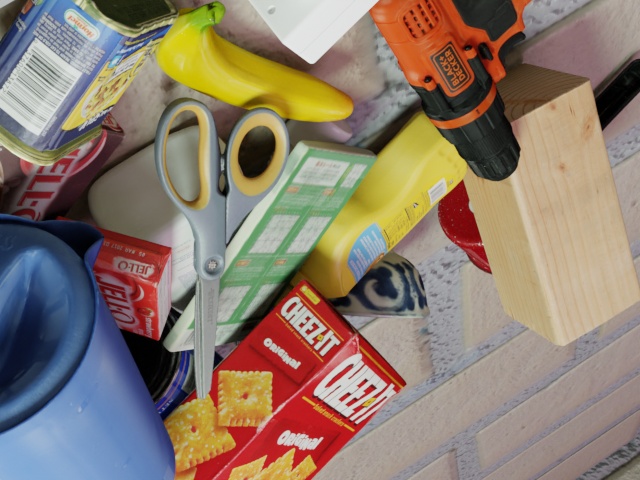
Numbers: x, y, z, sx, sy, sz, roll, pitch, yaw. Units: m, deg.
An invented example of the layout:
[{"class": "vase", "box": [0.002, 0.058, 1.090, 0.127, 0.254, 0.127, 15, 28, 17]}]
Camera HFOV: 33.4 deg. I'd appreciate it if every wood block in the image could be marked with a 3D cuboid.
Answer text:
[{"class": "wood block", "box": [0.185, -0.029, 0.887, 0.090, 0.091, 0.206, -28, 116, -14]}]

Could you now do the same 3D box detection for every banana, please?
[{"class": "banana", "box": [-0.046, -0.102, 0.650, 0.197, 0.070, 0.037, 16, 87, -65]}]

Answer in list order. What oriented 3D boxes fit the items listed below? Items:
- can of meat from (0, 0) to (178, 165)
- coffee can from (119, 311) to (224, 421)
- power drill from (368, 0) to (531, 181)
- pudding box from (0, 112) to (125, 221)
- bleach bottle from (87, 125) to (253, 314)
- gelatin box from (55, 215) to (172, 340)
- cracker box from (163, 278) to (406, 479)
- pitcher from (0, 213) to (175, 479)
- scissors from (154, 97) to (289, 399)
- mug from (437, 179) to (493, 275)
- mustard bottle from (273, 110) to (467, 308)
[{"class": "can of meat", "box": [-0.124, -0.094, 0.540, 0.084, 0.057, 0.102, -49, -175, 19]}, {"class": "coffee can", "box": [-0.134, 0.111, 0.844, 0.103, 0.103, 0.140, -35, 153, -2]}, {"class": "power drill", "box": [0.143, -0.150, 0.735, 0.187, 0.057, 0.184, -39, 128, -1]}, {"class": "pudding box", "box": [-0.181, -0.039, 0.617, 0.114, 0.039, 0.089, -47, 153, 22]}, {"class": "bleach bottle", "box": [-0.088, 0.018, 0.793, 0.102, 0.068, 0.251, -33, 156, -11]}, {"class": "gelatin box", "box": [-0.132, 0.025, 0.668, 0.089, 0.073, 0.030, 106, 2, -62]}, {"class": "cracker box", "box": [-0.043, 0.149, 0.829, 0.213, 0.072, 0.164, -45, 154, -2]}, {"class": "pitcher", "box": [-0.171, 0.108, 0.632, 0.149, 0.145, 0.243, -10, 147, 2]}, {"class": "scissors", "box": [-0.054, 0.001, 0.679, 0.096, 0.016, 0.202, -21, 118, -22]}, {"class": "mug", "box": [0.168, -0.030, 0.989, 0.117, 0.093, 0.081, -46, 147, 10]}, {"class": "mustard bottle", "box": [0.033, -0.012, 0.850, 0.191, 0.058, 0.096, -46, 162, -7]}]
